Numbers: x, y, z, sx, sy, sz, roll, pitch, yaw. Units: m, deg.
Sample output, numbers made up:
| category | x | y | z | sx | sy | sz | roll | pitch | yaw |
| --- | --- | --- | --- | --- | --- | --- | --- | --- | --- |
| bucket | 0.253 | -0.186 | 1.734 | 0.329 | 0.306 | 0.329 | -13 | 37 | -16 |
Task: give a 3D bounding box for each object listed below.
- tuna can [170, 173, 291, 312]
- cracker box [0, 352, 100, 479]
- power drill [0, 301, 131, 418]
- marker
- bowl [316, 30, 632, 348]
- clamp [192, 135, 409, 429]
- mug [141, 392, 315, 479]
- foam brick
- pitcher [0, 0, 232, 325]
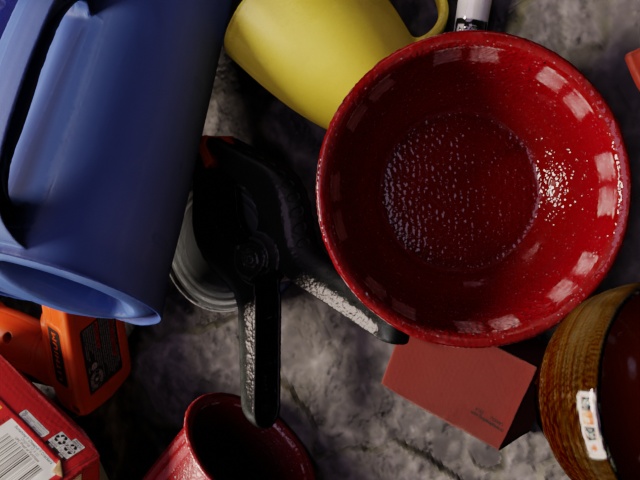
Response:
| category | x | y | z | sx | sy | sz | roll | pitch | yaw |
| --- | --- | --- | --- | --- | --- | --- | --- | --- | --- |
| tuna can | -0.054 | 0.001 | 0.666 | 0.086 | 0.033 | 0.086 | 1 | 93 | 27 |
| cracker box | -0.216 | 0.158 | 0.686 | 0.164 | 0.072 | 0.214 | 38 | 141 | 22 |
| power drill | -0.222 | 0.033 | 0.715 | 0.188 | 0.057 | 0.184 | 13 | 125 | 27 |
| marker | 0.078 | -0.079 | 0.602 | 0.020 | 0.020 | 0.121 | 12 | 98 | 26 |
| bowl | 0.078 | -0.026 | 0.565 | 0.162 | 0.055 | 0.162 | 0 | 92 | -1 |
| clamp | -0.033 | 0.020 | 0.615 | 0.120 | 0.039 | 0.171 | -43 | 66 | 22 |
| mug | -0.058 | 0.162 | 0.642 | 0.082 | 0.093 | 0.117 | -51 | 50 | 25 |
| foam brick | 0.083 | 0.071 | 0.588 | 0.078 | 0.051 | 0.053 | 28 | 106 | 24 |
| pitcher | -0.123 | -0.085 | 0.584 | 0.149 | 0.144 | 0.243 | -9 | 63 | 54 |
